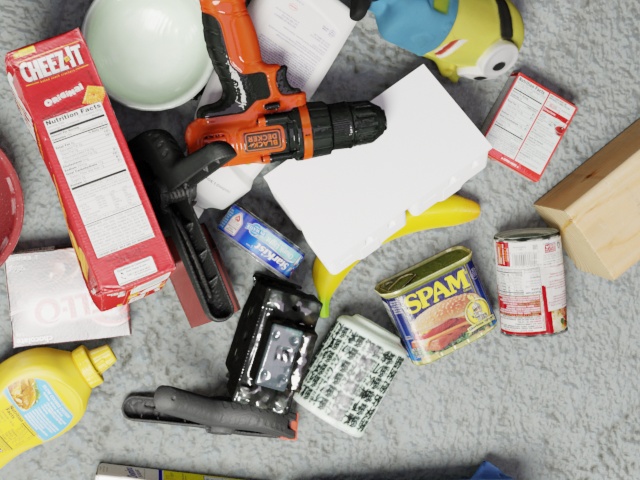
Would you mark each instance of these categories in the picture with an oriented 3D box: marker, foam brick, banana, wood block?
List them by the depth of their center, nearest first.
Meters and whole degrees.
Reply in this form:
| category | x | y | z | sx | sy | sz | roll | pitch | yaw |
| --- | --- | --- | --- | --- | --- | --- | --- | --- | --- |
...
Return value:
| category | x | y | z | sx | sy | sz | roll | pitch | yaw |
| --- | --- | --- | --- | --- | --- | --- | --- | --- | --- |
| foam brick | -0.116 | 0.033 | 1.012 | 0.051 | 0.053 | 0.078 | -23 | 124 | -8 |
| marker | -0.113 | -0.194 | 1.015 | 0.020 | 0.020 | 0.121 | 8 | 95 | -11 |
| banana | 0.065 | -0.004 | 1.063 | 0.197 | 0.037 | 0.069 | -32 | 119 | -4 |
| wood block | 0.331 | -0.063 | 1.073 | 0.206 | 0.091 | 0.090 | -38 | 101 | -3 |

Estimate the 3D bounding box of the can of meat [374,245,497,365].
| category | x | y | z | sx | sy | sz | roll | pitch | yaw |
| --- | --- | --- | --- | --- | --- | --- | --- | --- | --- |
| can of meat | 0.117 | 0.066 | 1.069 | 0.102 | 0.057 | 0.084 | -26 | 103 | -6 |

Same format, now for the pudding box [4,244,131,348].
| category | x | y | z | sx | sy | sz | roll | pitch | yaw |
| --- | --- | --- | --- | --- | --- | --- | --- | --- | --- |
| pudding box | -0.238 | 0.050 | 1.012 | 0.113 | 0.039 | 0.090 | -5 | 97 | -10 |

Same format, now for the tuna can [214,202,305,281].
| category | x | y | z | sx | sy | sz | roll | pitch | yaw |
| --- | --- | --- | --- | --- | --- | --- | --- | --- | --- |
| tuna can | -0.057 | 0.001 | 1.015 | 0.086 | 0.086 | 0.034 | 36 | 88 | -12 |

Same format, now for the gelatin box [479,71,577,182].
| category | x | y | z | sx | sy | sz | roll | pitch | yaw |
| --- | --- | --- | --- | --- | --- | --- | --- | --- | --- |
| gelatin box | 0.206 | -0.114 | 1.076 | 0.073 | 0.030 | 0.089 | 28 | 91 | -11 |

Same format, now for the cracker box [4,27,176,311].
| category | x | y | z | sx | sy | sz | roll | pitch | yaw |
| --- | --- | --- | --- | --- | --- | --- | --- | --- | --- |
| cracker box | -0.199 | -0.052 | 0.920 | 0.072 | 0.164 | 0.214 | -22 | 87 | -14 |

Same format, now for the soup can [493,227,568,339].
| category | x | y | z | sx | sy | sz | roll | pitch | yaw |
| --- | --- | --- | --- | --- | --- | --- | --- | --- | --- |
| soup can | 0.211 | 0.042 | 1.076 | 0.068 | 0.068 | 0.102 | -7 | 98 | -9 |

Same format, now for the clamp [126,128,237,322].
| category | x | y | z | sx | sy | sz | roll | pitch | yaw |
| --- | --- | --- | --- | --- | --- | --- | --- | --- | --- |
| clamp | -0.126 | -0.049 | 0.938 | 0.036 | 0.210 | 0.165 | -13 | 129 | -30 |

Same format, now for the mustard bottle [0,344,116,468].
| category | x | y | z | sx | sy | sz | roll | pitch | yaw |
| --- | --- | --- | --- | --- | --- | --- | --- | --- | --- |
| mustard bottle | -0.279 | 0.153 | 1.002 | 0.191 | 0.058 | 0.096 | -30 | 127 | -6 |

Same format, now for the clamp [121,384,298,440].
| category | x | y | z | sx | sy | sz | roll | pitch | yaw |
| --- | --- | --- | --- | --- | --- | --- | --- | --- | --- |
| clamp | -0.106 | 0.169 | 1.033 | 0.171 | 0.120 | 0.039 | 19 | 75 | -30 |

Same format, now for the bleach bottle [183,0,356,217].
| category | x | y | z | sx | sy | sz | roll | pitch | yaw |
| --- | --- | --- | --- | --- | --- | --- | --- | --- | --- |
| bleach bottle | -0.072 | -0.131 | 1.009 | 0.102 | 0.068 | 0.251 | 33 | 92 | -13 |

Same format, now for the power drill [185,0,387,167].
| category | x | y | z | sx | sy | sz | roll | pitch | yaw |
| --- | --- | --- | --- | --- | --- | --- | --- | --- | --- |
| power drill | -0.037 | -0.161 | 0.946 | 0.184 | 0.057 | 0.188 | -9 | 104 | -10 |
